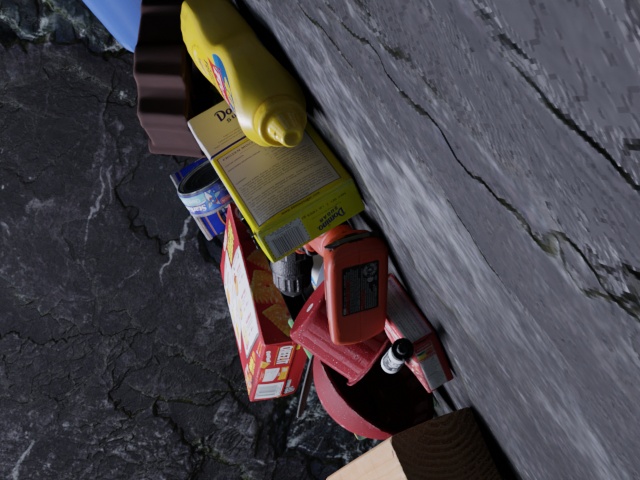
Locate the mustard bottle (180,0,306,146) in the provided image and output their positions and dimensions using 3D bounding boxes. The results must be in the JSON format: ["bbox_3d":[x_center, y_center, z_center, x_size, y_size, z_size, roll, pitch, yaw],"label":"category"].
[{"bbox_3d":[-0.058,-0.132,0.888,0.192,0.058,0.096,55,169,47],"label":"mustard bottle"}]

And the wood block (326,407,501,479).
[{"bbox_3d":[0.087,0.242,1.051,0.091,0.090,0.206,67,156,15],"label":"wood block"}]

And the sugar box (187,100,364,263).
[{"bbox_3d":[-0.042,-0.067,0.928,0.176,0.093,0.048,57,175,46],"label":"sugar box"}]

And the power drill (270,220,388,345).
[{"bbox_3d":[-0.003,0.013,0.987,0.188,0.057,0.184,-130,29,-48],"label":"power drill"}]

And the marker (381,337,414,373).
[{"bbox_3d":[0.066,0.100,0.921,0.020,0.020,0.121,59,173,10],"label":"marker"}]

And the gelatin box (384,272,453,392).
[{"bbox_3d":[0.080,0.084,0.968,0.089,0.030,0.073,54,173,45],"label":"gelatin box"}]

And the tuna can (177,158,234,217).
[{"bbox_3d":[-0.126,-0.067,1.263,0.033,0.086,0.086,57,178,-26],"label":"tuna can"}]

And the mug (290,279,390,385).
[{"bbox_3d":[0.027,0.080,1.103,0.081,0.117,0.093,35,144,-6],"label":"mug"}]

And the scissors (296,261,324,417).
[{"bbox_3d":[0.008,0.100,1.213,0.016,0.096,0.202,21,123,22],"label":"scissors"}]

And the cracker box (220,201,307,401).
[{"bbox_3d":[-0.073,0.076,1.381,0.164,0.072,0.214,105,154,-56],"label":"cracker box"}]

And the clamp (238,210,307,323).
[{"bbox_3d":[-0.058,0.002,1.259,0.210,0.036,0.164,-111,-3,-70],"label":"clamp"}]

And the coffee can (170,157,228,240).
[{"bbox_3d":[-0.117,-0.079,1.439,0.103,0.140,0.103,59,176,6],"label":"coffee can"}]

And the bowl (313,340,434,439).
[{"bbox_3d":[0.047,0.161,1.177,0.162,0.055,0.162,30,-147,-22],"label":"bowl"}]
